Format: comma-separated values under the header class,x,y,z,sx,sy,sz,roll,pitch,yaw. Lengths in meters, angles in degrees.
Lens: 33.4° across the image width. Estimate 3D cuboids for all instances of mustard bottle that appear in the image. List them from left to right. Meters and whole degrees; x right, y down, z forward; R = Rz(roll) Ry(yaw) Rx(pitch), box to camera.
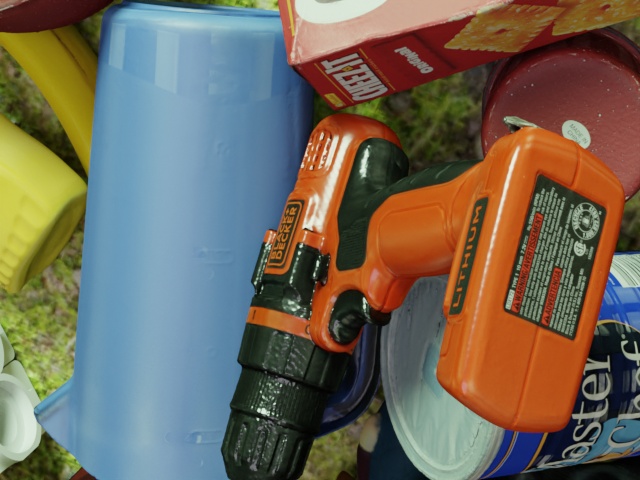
class,x,y,z,sx,sy,sz,roll,pitch,yaw
mustard bottle,-0.224,-0.061,0.614,0.191,0.058,0.096,42,138,1

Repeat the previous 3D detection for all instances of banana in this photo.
class,x,y,z,sx,sy,sz,roll,pitch,yaw
banana,-0.152,-0.091,0.606,0.198,0.037,0.070,49,138,0

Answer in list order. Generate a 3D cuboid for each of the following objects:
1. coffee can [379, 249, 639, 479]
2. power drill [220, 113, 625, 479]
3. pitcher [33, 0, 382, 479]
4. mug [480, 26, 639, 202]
class,x,y,z,sx,sy,sz,roll,pitch,yaw
coffee can,0.113,0.057,0.511,0.140,0.103,0.103,-2,109,-24
power drill,0.028,0.028,0.441,0.057,0.188,0.184,20,80,-29
pitcher,-0.054,0.001,0.566,0.145,0.149,0.243,13,106,31
mug,0.118,-0.046,0.524,0.093,0.081,0.117,22,110,7
